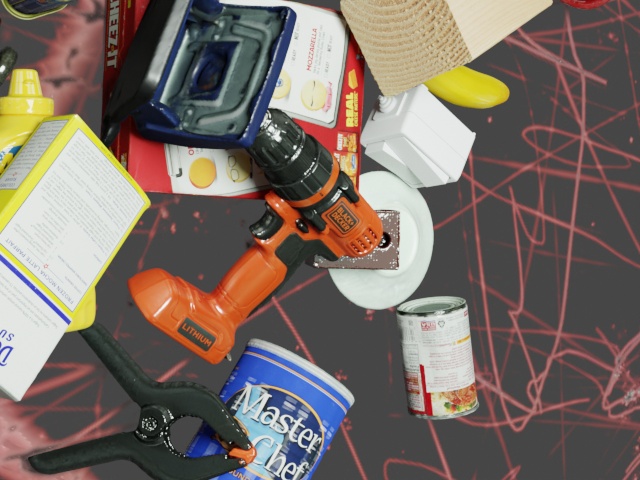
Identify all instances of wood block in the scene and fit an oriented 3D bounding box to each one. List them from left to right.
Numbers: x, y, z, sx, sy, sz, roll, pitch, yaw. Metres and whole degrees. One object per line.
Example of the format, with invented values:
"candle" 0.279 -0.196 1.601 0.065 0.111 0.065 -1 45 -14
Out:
"wood block" 0.114 -0.206 0.924 0.205 0.090 0.091 -40 106 -52

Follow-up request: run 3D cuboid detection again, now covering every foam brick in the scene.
"foam brick" 0.028 -0.002 0.936 0.078 0.051 0.053 1 93 -11

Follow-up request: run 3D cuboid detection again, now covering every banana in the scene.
"banana" 0.109 -0.174 1.005 0.197 0.037 0.069 39 72 -30

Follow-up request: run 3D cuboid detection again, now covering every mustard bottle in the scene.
"mustard bottle" -0.214 -0.028 0.779 0.096 0.058 0.191 -3 94 -36

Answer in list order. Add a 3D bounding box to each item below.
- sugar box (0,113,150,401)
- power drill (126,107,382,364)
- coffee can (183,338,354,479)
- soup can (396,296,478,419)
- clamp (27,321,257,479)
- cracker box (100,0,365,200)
"sugar box" -0.195 0.009 0.720 0.093 0.048 0.176 53 56 -35
"power drill" -0.055 0.001 0.826 0.188 0.057 0.184 -40 138 5
"coffee can" -0.050 0.166 0.877 0.102 0.103 0.140 40 71 -30
"soup can" 0.110 0.109 1.005 0.068 0.069 0.102 -12 99 -33
"clamp" -0.136 0.148 0.813 0.171 0.039 0.120 25 88 9
"cracker box" -0.068 -0.115 0.867 0.213 0.072 0.164 2 91 -34
